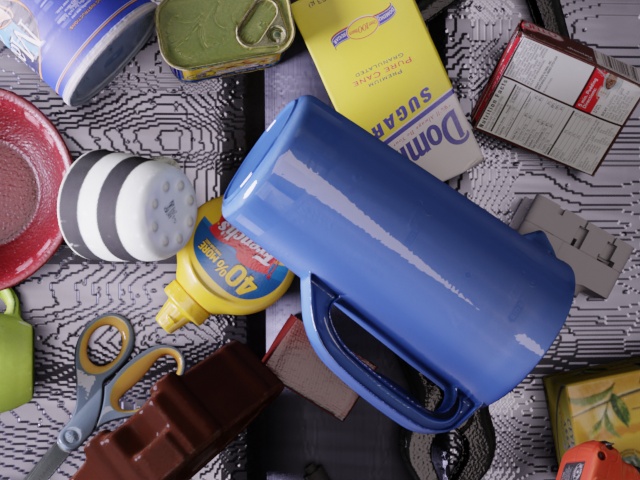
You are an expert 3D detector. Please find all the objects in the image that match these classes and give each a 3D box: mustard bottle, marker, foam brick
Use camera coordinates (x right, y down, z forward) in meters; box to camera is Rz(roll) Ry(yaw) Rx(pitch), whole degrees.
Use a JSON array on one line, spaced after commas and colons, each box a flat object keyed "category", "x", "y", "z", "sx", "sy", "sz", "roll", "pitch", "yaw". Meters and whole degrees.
[{"category": "mustard bottle", "x": -0.056, "y": 0.001, "z": 0.844, "sx": 0.191, "sy": 0.058, "sz": 0.096, "roll": -44, "pitch": 93, "yaw": -4}, {"category": "marker", "x": 0.023, "y": 0.233, "z": 0.867, "sx": 0.020, "sy": 0.020, "sz": 0.121, "roll": -33, "pitch": 92, "yaw": -5}, {"category": "foam brick", "x": -0.003, "y": 0.100, "z": 0.850, "sx": 0.078, "sy": 0.053, "sz": 0.051, "roll": 32, "pitch": 87, "yaw": -5}]

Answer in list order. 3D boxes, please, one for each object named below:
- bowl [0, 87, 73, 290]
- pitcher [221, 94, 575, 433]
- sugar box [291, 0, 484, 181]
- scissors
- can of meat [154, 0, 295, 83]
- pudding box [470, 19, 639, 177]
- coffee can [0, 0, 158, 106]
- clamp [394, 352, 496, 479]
[{"category": "bowl", "x": -0.267, "y": -0.038, "z": 0.827, "sx": 0.162, "sy": 0.055, "sz": 0.162, "roll": 0, "pitch": 89, "yaw": -5}, {"category": "pitcher", "x": 0.048, "y": 0.014, "z": 0.768, "sx": 0.242, "sy": 0.149, "sz": 0.145, "roll": 35, "pitch": 113, "yaw": -11}, {"category": "sugar box", "x": 0.053, "y": -0.124, "z": 0.844, "sx": 0.093, "sy": 0.048, "sz": 0.176, "roll": -25, "pitch": 96, "yaw": 8}, {"category": "scissors", "x": -0.198, "y": 0.132, "z": 0.826, "sx": 0.201, "sy": 0.016, "sz": 0.096, "roll": -34, "pitch": 83, "yaw": -21}, {"category": "can of meat", "x": -0.074, "y": -0.160, "z": 0.830, "sx": 0.102, "sy": 0.084, "sz": 0.057, "roll": -11, "pitch": 90, "yaw": -5}, {"category": "pudding box", "x": 0.189, "y": -0.113, "z": 0.854, "sx": 0.113, "sy": 0.039, "sz": 0.090, "roll": 22, "pitch": 122, "yaw": -5}, {"category": "coffee can", "x": -0.206, "y": -0.186, "z": 0.810, "sx": 0.140, "sy": 0.103, "sz": 0.103, "roll": 43, "pitch": 86, "yaw": -3}, {"category": "clamp", "x": 0.096, "y": 0.133, "z": 0.866, "sx": 0.120, "sy": 0.039, "sz": 0.171, "roll": 14, "pitch": 81, "yaw": 2}]
